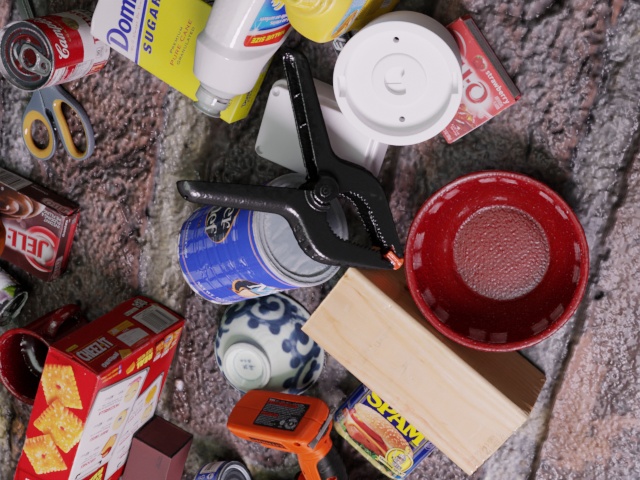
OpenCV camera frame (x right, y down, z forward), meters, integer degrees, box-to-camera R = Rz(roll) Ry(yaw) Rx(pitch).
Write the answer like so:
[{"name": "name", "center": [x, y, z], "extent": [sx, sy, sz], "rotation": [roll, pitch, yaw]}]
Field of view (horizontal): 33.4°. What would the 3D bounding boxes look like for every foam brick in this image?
[{"name": "foam brick", "center": [-0.185, 0.251, 1.205], "extent": [0.053, 0.051, 0.078], "rotation": [26, 117, 13]}]

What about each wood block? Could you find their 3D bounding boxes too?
[{"name": "wood block", "center": [0.099, 0.106, 1.004], "extent": [0.206, 0.090, 0.090], "rotation": [41, 119, 7]}]

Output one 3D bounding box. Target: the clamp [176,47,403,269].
[{"name": "clamp", "center": [-0.013, -0.038, 0.923], "extent": [0.210, 0.164, 0.036], "rotation": [50, 162, -17]}]

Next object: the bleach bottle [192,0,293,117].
[{"name": "bleach bottle", "center": [-0.041, -0.222, 0.927], "extent": [0.068, 0.102, 0.251], "rotation": [37, 112, 22]}]

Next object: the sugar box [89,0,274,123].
[{"name": "sugar box", "center": [-0.133, -0.198, 1.027], "extent": [0.176, 0.048, 0.093], "rotation": [32, 116, 10]}]

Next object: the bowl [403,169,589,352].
[{"name": "bowl", "center": [0.159, 0.015, 0.955], "extent": [0.162, 0.055, 0.162], "rotation": [2, 98, 16]}]

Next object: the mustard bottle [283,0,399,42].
[{"name": "mustard bottle", "center": [0.017, -0.211, 0.871], "extent": [0.058, 0.191, 0.096], "rotation": [34, 118, 10]}]

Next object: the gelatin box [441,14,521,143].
[{"name": "gelatin box", "center": [0.121, -0.142, 0.941], "extent": [0.073, 0.030, 0.089], "rotation": [-32, 93, 29]}]

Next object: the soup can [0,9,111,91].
[{"name": "soup can", "center": [-0.262, -0.190, 1.056], "extent": [0.069, 0.102, 0.068], "rotation": [8, 111, 22]}]

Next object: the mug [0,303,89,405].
[{"name": "mug", "center": [-0.299, 0.117, 1.192], "extent": [0.093, 0.081, 0.117], "rotation": [32, 118, 11]}]

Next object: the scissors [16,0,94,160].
[{"name": "scissors", "center": [-0.306, -0.171, 1.132], "extent": [0.096, 0.016, 0.202], "rotation": [-24, 97, 29]}]

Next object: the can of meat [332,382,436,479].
[{"name": "can of meat", "center": [0.073, 0.177, 1.060], "extent": [0.102, 0.057, 0.084], "rotation": [42, 122, 6]}]

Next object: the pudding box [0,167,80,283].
[{"name": "pudding box", "center": [-0.327, -0.018, 1.182], "extent": [0.113, 0.039, 0.090], "rotation": [28, 118, 14]}]

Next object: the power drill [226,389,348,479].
[{"name": "power drill", "center": [-0.023, 0.234, 1.087], "extent": [0.185, 0.057, 0.187], "rotation": [0, 133, 34]}]

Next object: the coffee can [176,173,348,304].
[{"name": "coffee can", "center": [-0.057, 0.001, 1.004], "extent": [0.141, 0.102, 0.103], "rotation": [-15, 102, 51]}]

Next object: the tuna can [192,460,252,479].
[{"name": "tuna can", "center": [-0.104, 0.283, 1.160], "extent": [0.034, 0.086, 0.086], "rotation": [-13, 102, 26]}]

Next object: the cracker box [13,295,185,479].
[{"name": "cracker box", "center": [-0.241, 0.181, 1.141], "extent": [0.072, 0.164, 0.214], "rotation": [29, 117, 14]}]
